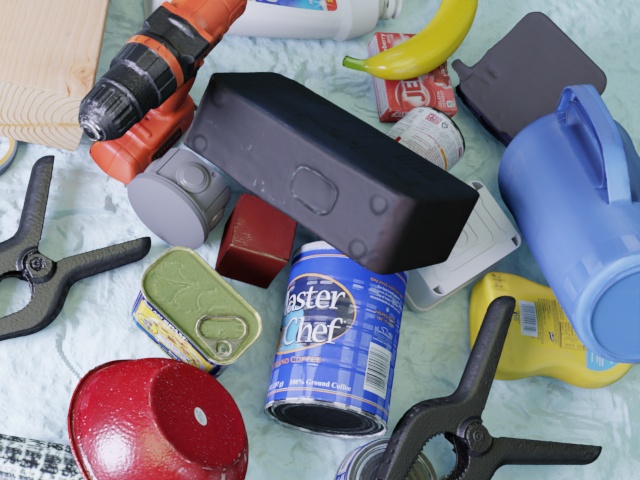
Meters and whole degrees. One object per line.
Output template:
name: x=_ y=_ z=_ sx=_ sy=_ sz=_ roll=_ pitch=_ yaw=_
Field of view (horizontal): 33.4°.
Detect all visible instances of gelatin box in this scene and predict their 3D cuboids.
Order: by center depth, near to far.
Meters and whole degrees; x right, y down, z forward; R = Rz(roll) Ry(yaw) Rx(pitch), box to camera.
gelatin box: x=0.090 y=-0.161 z=1.055 sx=0.073 sy=0.030 sz=0.089 roll=-1 pitch=70 yaw=-19

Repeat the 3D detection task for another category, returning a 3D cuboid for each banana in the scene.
banana: x=0.108 y=-0.209 z=1.043 sx=0.069 sy=0.037 sz=0.197 roll=45 pitch=60 yaw=5

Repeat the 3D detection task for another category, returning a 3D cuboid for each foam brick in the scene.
foam brick: x=-0.056 y=0.001 z=0.918 sx=0.053 sy=0.078 sz=0.051 roll=17 pitch=67 yaw=-11

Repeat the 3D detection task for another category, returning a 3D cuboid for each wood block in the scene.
wood block: x=-0.232 y=-0.194 z=0.921 sx=0.090 sy=0.090 sz=0.206 roll=11 pitch=63 yaw=-16

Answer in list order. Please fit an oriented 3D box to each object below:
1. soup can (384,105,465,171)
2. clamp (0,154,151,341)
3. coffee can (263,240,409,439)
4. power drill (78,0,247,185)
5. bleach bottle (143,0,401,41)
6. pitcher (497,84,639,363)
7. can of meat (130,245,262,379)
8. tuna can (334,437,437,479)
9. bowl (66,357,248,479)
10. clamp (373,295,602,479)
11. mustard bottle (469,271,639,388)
soup can: x=0.079 y=-0.071 z=0.996 sx=0.068 sy=0.069 sz=0.102 roll=45 pitch=63 yaw=3
clamp: x=-0.237 y=0.012 z=0.876 sx=0.120 sy=0.039 sz=0.171 roll=46 pitch=63 yaw=5
coffee can: x=0.015 y=0.084 z=0.894 sx=0.102 sy=0.103 sz=0.140 roll=15 pitch=66 yaw=-12
power drill: x=-0.140 y=-0.117 z=0.875 sx=0.057 sy=0.188 sz=0.184 roll=40 pitch=61 yaw=-2
bleach bottle: x=-0.042 y=-0.245 z=1.029 sx=0.250 sy=0.068 sz=0.102 roll=0 pitch=70 yaw=-20
pitcher: x=0.242 y=-0.015 z=0.921 sx=0.149 sy=0.145 sz=0.243 roll=36 pitch=23 yaw=-23
can of meat: x=-0.105 y=0.064 z=0.874 sx=0.102 sy=0.084 sz=0.057 roll=43 pitch=63 yaw=2
tuna can: x=0.056 y=0.210 z=0.897 sx=0.086 sy=0.034 sz=0.086 roll=6 pitch=68 yaw=-16
bowl: x=-0.109 y=0.146 z=0.813 sx=0.162 sy=0.055 sz=0.162 roll=33 pitch=33 yaw=-25
clamp: x=0.123 y=0.152 z=0.895 sx=0.209 sy=0.036 sz=0.164 roll=-24 pitch=88 yaw=-21
mustard bottle: x=0.235 y=0.087 z=0.989 sx=0.191 sy=0.058 sz=0.096 roll=8 pitch=63 yaw=-15
